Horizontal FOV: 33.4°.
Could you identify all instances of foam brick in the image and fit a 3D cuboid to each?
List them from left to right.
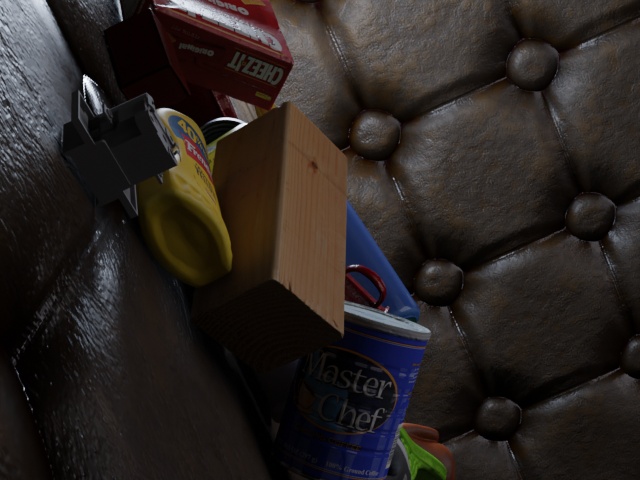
[{"bbox_3d":[-0.162,-0.166,0.996,0.053,0.051,0.078,59,8,-57],"label":"foam brick"}]

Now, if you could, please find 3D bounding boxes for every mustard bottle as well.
[{"bbox_3d":[-0.118,-0.053,0.865,0.096,0.058,0.192,57,8,-36],"label":"mustard bottle"}]

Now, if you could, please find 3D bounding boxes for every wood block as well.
[{"bbox_3d":[-0.038,-0.006,0.899,0.090,0.090,0.206,42,35,-34],"label":"wood block"}]

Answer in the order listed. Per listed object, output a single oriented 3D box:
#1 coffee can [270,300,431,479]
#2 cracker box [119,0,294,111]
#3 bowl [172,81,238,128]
[{"bbox_3d":[0.025,0.129,0.910,0.103,0.103,0.140,-31,138,-86],"label":"coffee can"},{"bbox_3d":[-0.130,-0.246,1.167,0.164,0.072,0.214,17,31,-26],"label":"cracker box"},{"bbox_3d":[-0.144,-0.170,1.267,0.162,0.055,0.162,-24,91,-87],"label":"bowl"}]
